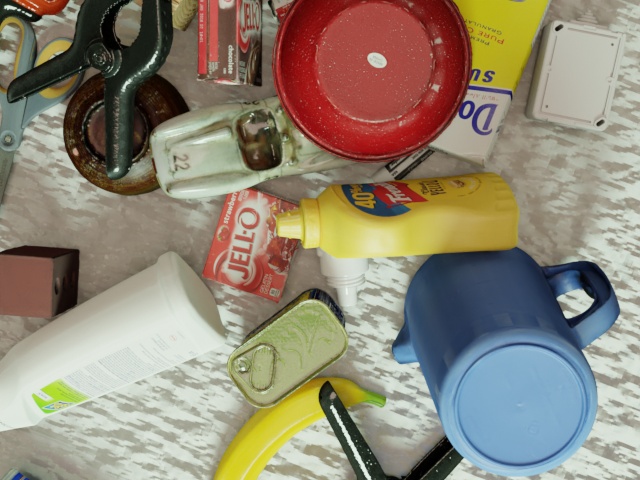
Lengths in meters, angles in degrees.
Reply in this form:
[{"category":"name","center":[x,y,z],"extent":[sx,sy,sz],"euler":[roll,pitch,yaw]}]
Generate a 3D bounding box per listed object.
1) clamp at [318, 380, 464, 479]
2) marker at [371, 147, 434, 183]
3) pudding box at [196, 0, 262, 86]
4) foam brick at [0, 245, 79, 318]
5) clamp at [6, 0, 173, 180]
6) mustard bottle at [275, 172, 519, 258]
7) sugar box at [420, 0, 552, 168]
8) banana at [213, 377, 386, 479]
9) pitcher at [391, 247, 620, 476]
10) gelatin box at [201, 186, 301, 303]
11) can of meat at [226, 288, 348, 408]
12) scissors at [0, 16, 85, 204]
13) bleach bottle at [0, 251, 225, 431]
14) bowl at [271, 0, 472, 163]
[{"category":"clamp","center":[0.058,0.219,0.941],"extent":[0.164,0.036,0.210],"euler":[13,101,-11]},{"category":"marker","center":[0.096,-0.086,0.923],"extent":[0.121,0.020,0.020],"euler":[-39,93,6]},{"category":"pudding box","center":[-0.073,-0.172,0.873],"extent":[0.039,0.113,0.090],"euler":[2,97,4]},{"category":"foam brick","center":[-0.245,0.034,0.922],"extent":[0.051,0.078,0.053],"euler":[5,96,3]},{"category":"clamp","center":[-0.178,-0.146,0.847],"extent":[0.120,0.039,0.172],"euler":[27,108,1]},{"category":"mustard bottle","center":[0.059,-0.019,0.878],"extent":[0.191,0.096,0.058],"euler":[-4,115,-7]},{"category":"sugar box","center":[0.126,-0.158,0.887],"extent":[0.093,0.048,0.176],"euler":[21,89,12]},{"category":"banana","center":[-0.037,0.180,0.949],"extent":[0.198,0.037,0.069],"euler":[-38,93,6]},{"category":"pitcher","center":[0.146,0.081,0.826],"extent":[0.145,0.243,0.149],"euler":[21,102,-3]},{"category":"gelatin box","center":[-0.056,0.001,0.933],"extent":[0.073,0.030,0.089],"euler":[19,96,1]},{"category":"can of meat","center":[-0.026,0.089,0.915],"extent":[0.102,0.084,0.057],"euler":[-37,94,6]},{"category":"scissors","center":[-0.254,-0.096,0.939],"extent":[0.096,0.016,0.202],"euler":[1,97,2]},{"category":"bleach bottle","center":[-0.213,0.101,0.919],"extent":[0.251,0.102,0.068],"euler":[-25,56,6]},{"category":"bowl","center":[0.041,-0.139,0.834],"extent":[0.162,0.055,0.162],"euler":[0,99,1]}]
